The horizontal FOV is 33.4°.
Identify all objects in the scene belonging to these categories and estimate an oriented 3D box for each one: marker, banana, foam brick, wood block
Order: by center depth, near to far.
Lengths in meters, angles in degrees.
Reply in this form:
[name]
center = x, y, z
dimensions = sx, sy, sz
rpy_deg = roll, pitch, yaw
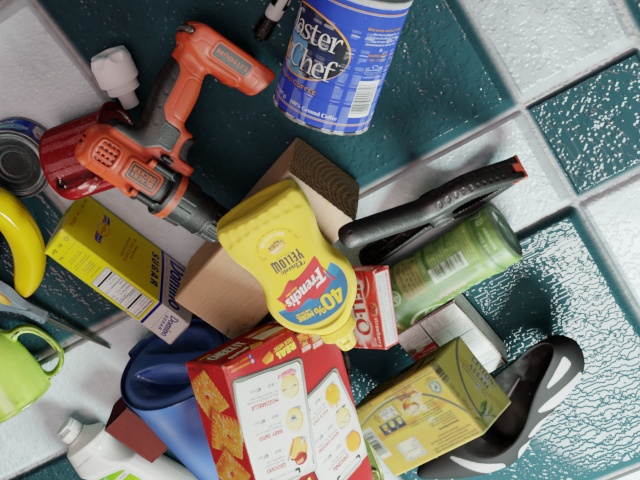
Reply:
[marker]
center = -0.033, -0.248, 1.059
dimensions = 0.020, 0.020, 0.121
rpy_deg = 30, 118, -11
[wood block]
center = -0.057, 0.001, 1.163
dimensions = 0.090, 0.090, 0.206
rpy_deg = 36, 117, -14
[banana]
center = -0.347, -0.005, 1.195
dimensions = 0.070, 0.037, 0.197
rpy_deg = -10, 139, 9
[foam brick]
center = -0.219, 0.227, 1.328
dimensions = 0.078, 0.053, 0.051
rpy_deg = 39, 116, -16

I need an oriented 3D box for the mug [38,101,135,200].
[mug]
center = -0.243, -0.083, 1.121
dimensions = 0.082, 0.117, 0.093
rpy_deg = -16, 128, 19

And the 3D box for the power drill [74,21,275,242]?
[power drill]
center = -0.126, -0.110, 1.076
dimensions = 0.184, 0.057, 0.187
rpy_deg = 34, 87, -27

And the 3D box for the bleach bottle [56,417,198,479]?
[bleach bottle]
center = -0.225, 0.306, 1.370
dimensions = 0.250, 0.068, 0.103
rpy_deg = 40, 115, -14

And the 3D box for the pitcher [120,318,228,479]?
[pitcher]
center = -0.128, 0.214, 1.265
dimensions = 0.145, 0.149, 0.242
rpy_deg = -19, 128, 13

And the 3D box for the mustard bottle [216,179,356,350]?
[mustard bottle]
center = -0.018, 0.037, 1.092
dimensions = 0.096, 0.058, 0.191
rpy_deg = -31, 113, 6

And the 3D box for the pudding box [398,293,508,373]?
[pudding box]
center = 0.150, 0.117, 1.239
dimensions = 0.090, 0.039, 0.113
rpy_deg = -33, 114, 22

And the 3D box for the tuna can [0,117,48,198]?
[tuna can]
center = -0.332, -0.089, 1.169
dimensions = 0.086, 0.033, 0.086
rpy_deg = 2, 120, 4

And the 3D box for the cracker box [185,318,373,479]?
[cracker box]
center = -0.041, 0.199, 1.150
dimensions = 0.072, 0.163, 0.214
rpy_deg = -1, 107, 45

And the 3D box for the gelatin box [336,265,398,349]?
[gelatin box]
center = 0.043, 0.072, 1.160
dimensions = 0.073, 0.030, 0.089
rpy_deg = -1, 102, 40

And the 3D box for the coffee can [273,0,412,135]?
[coffee can]
center = 0.020, -0.188, 1.041
dimensions = 0.102, 0.102, 0.140
rpy_deg = 16, 120, -4

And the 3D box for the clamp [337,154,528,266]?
[clamp]
center = 0.118, -0.029, 1.132
dimensions = 0.210, 0.164, 0.036
rpy_deg = -25, 78, -2

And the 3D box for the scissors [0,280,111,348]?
[scissors]
center = -0.353, 0.087, 1.277
dimensions = 0.096, 0.016, 0.201
rpy_deg = -11, 142, 43

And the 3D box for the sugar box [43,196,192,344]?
[sugar box]
center = -0.217, 0.030, 1.193
dimensions = 0.176, 0.093, 0.048
rpy_deg = 36, 117, -15
